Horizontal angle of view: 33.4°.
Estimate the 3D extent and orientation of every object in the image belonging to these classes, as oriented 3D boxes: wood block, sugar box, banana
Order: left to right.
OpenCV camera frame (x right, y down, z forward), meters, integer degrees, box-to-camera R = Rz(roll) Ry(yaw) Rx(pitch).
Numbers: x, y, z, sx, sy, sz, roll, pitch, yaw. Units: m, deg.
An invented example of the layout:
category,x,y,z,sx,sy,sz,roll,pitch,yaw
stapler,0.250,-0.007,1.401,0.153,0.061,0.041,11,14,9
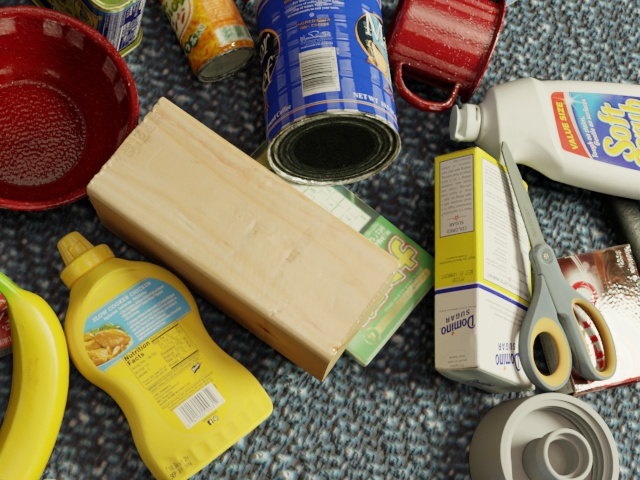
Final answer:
category,x,y,z,sx,sy,sz,roll,pitch,yaw
banana,-0.209,0.120,0.723,0.069,0.037,0.198,10,85,-24
wood block,-0.055,0.002,0.770,0.206,0.091,0.090,35,75,7
sugar box,0.128,0.026,0.840,0.093,0.048,0.176,26,62,-48

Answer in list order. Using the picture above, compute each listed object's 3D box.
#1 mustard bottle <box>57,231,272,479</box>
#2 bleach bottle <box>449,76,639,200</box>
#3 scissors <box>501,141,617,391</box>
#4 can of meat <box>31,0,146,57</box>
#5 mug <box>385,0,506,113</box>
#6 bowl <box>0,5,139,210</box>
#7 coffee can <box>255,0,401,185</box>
category,x,y,z,sx,sy,sz,roll,pitch,yaw
mustard bottle,-0.126,0.074,0.764,0.096,0.058,0.191,-35,84,-22
bleach bottle,0.232,-0.079,0.881,0.250,0.068,0.102,4,83,-6
scissors,0.163,0.029,0.826,0.096,0.016,0.202,-32,92,-30
can of meat,-0.181,-0.200,0.828,0.057,0.084,0.102,-41,86,-24
mug,0.097,-0.161,0.894,0.081,0.093,0.117,19,73,-4
bowl,-0.218,-0.090,0.794,0.162,0.055,0.162,4,71,-13
coffee can,0.004,-0.128,0.835,0.102,0.103,0.140,3,61,-15
